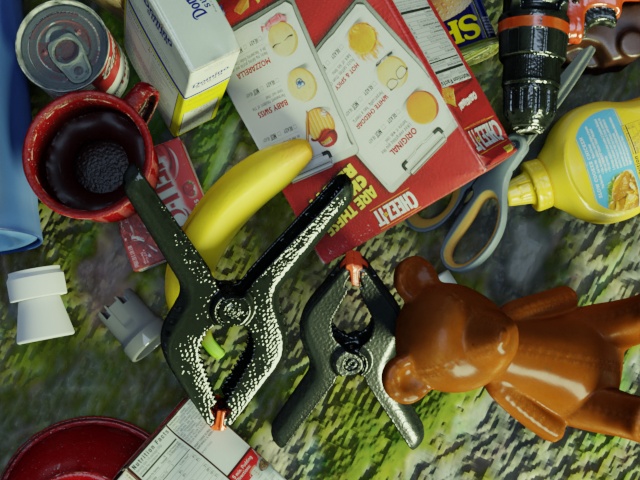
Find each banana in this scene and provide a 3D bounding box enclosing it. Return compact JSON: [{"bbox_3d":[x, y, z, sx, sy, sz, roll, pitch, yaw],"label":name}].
[{"bbox_3d":[-0.073,0.000,0.814,0.069,0.037,0.198,15,116,-22],"label":"banana"}]

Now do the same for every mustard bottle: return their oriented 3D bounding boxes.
[{"bbox_3d":[0.236,-0.066,0.842,0.191,0.058,0.096,-19,92,-2],"label":"mustard bottle"}]

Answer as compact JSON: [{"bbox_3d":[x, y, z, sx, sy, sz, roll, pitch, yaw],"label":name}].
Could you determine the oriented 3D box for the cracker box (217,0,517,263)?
[{"bbox_3d":[0.021,-0.115,0.797,0.164,0.072,0.214,-31,88,38],"label":"cracker box"}]

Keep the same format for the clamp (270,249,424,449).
[{"bbox_3d":[0.033,0.093,0.819,0.120,0.039,0.171,7,115,-10],"label":"clamp"}]

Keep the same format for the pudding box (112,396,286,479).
[{"bbox_3d":[-0.088,0.186,0.812,0.113,0.039,0.089,41,46,3],"label":"pudding box"}]

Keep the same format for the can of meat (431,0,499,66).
[{"bbox_3d":[0.081,-0.173,0.847,0.102,0.057,0.084,-20,86,-2],"label":"can of meat"}]

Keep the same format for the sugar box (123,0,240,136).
[{"bbox_3d":[-0.105,-0.144,0.780,0.048,0.176,0.093,-29,89,-16],"label":"sugar box"}]

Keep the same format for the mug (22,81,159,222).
[{"bbox_3d":[-0.159,-0.067,0.795,0.093,0.081,0.117,32,85,3],"label":"mug"}]

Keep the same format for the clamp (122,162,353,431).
[{"bbox_3d":[-0.076,0.039,0.777,0.164,0.036,0.210,9,108,-17],"label":"clamp"}]

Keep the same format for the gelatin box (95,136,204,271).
[{"bbox_3d":[-0.129,-0.029,0.849,0.073,0.030,0.089,-21,88,-2],"label":"gelatin box"}]

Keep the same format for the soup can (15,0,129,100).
[{"bbox_3d":[-0.187,-0.138,0.817,0.068,0.102,0.068,0,87,-1],"label":"soup can"}]

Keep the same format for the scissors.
[{"bbox_3d":[0.133,-0.072,0.839,0.096,0.016,0.202,22,86,34],"label":"scissors"}]

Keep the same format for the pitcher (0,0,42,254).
[{"bbox_3d":[-0.274,-0.111,0.791,0.149,0.145,0.243,-6,81,16],"label":"pitcher"}]

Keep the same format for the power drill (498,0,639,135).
[{"bbox_3d":[0.225,-0.164,0.790,0.187,0.057,0.184,4,85,-1],"label":"power drill"}]

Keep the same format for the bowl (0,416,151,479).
[{"bbox_3d":[-0.181,0.220,0.824,0.162,0.055,0.162,0,87,0],"label":"bowl"}]
